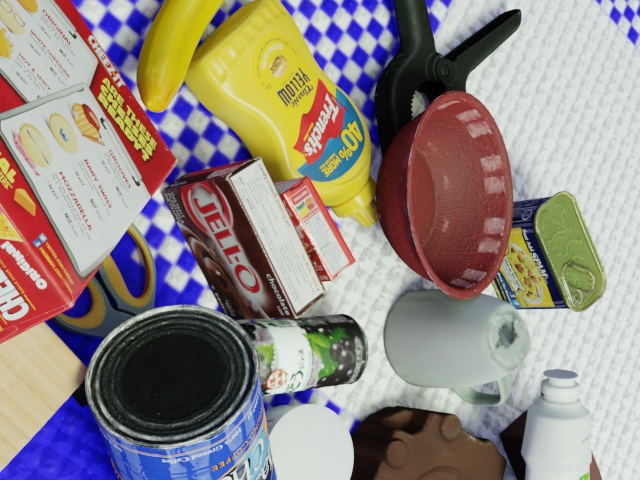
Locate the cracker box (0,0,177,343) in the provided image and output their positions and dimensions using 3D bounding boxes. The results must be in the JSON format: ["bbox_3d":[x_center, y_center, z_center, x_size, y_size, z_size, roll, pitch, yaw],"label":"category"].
[{"bbox_3d":[-0.179,-0.061,0.622,0.164,0.072,0.213,58,19,-18],"label":"cracker box"}]

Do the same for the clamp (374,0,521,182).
[{"bbox_3d":[0.103,-0.145,0.915,0.164,0.036,0.210,17,79,-35],"label":"clamp"}]

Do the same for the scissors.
[{"bbox_3d":[-0.133,0.081,0.741,0.096,0.016,0.202,-21,98,-33],"label":"scissors"}]

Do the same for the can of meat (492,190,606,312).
[{"bbox_3d":[0.189,0.012,0.935,0.057,0.084,0.102,-34,105,-33],"label":"can of meat"}]

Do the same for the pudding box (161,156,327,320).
[{"bbox_3d":[-0.055,0.001,0.758,0.039,0.090,0.113,-37,108,-32],"label":"pudding box"}]

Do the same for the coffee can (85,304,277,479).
[{"bbox_3d":[-0.083,0.124,0.674,0.102,0.103,0.140,-43,148,-30],"label":"coffee can"}]

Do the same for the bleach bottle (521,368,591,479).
[{"bbox_3d":[0.194,0.229,0.883,0.102,0.068,0.251,-24,117,-68],"label":"bleach bottle"}]

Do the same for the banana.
[{"bbox_3d":[-0.086,-0.168,0.762,0.037,0.070,0.197,42,65,-27],"label":"banana"}]

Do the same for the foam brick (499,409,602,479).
[{"bbox_3d":[0.205,0.193,0.951,0.051,0.053,0.078,-32,105,-33],"label":"foam brick"}]

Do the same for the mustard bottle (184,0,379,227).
[{"bbox_3d":[-0.015,-0.085,0.814,0.191,0.058,0.096,51,55,-21],"label":"mustard bottle"}]

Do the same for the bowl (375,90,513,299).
[{"bbox_3d":[0.091,-0.035,0.840,0.161,0.055,0.162,3,87,-53],"label":"bowl"}]

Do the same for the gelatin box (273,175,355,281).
[{"bbox_3d":[-0.025,-0.005,0.780,0.030,0.089,0.073,-38,107,-30],"label":"gelatin box"}]

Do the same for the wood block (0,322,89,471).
[{"bbox_3d":[-0.246,0.036,0.618,0.206,0.091,0.090,52,60,-21],"label":"wood block"}]
